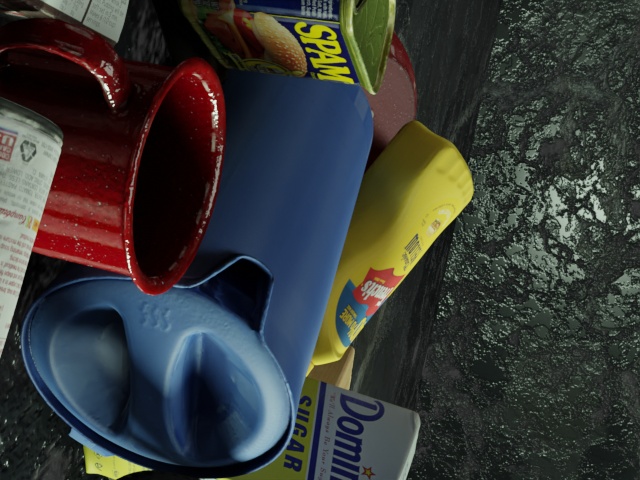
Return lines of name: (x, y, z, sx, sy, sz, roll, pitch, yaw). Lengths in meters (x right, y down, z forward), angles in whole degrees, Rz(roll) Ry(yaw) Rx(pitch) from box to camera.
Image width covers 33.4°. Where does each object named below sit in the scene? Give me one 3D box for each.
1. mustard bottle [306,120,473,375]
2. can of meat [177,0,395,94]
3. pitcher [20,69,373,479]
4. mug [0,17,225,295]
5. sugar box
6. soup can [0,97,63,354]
mustard bottle: (0.020, 0.019, 0.684, 0.191, 0.058, 0.096, -50, 159, -9)
can of meat: (-0.013, -0.115, 0.515, 0.102, 0.084, 0.057, 52, 48, -73)
pitcher: (-0.054, 0.001, 0.577, 0.242, 0.149, 0.145, -68, 151, -48)
mug: (-0.093, -0.039, 0.410, 0.117, 0.081, 0.093, 81, 25, -57)
sugar box: (-0.038, 0.116, 0.616, 0.093, 0.176, 0.048, -62, 161, -49)
soup can: (-0.127, 0.004, 0.336, 0.068, 0.068, 0.102, 49, 55, -76)
